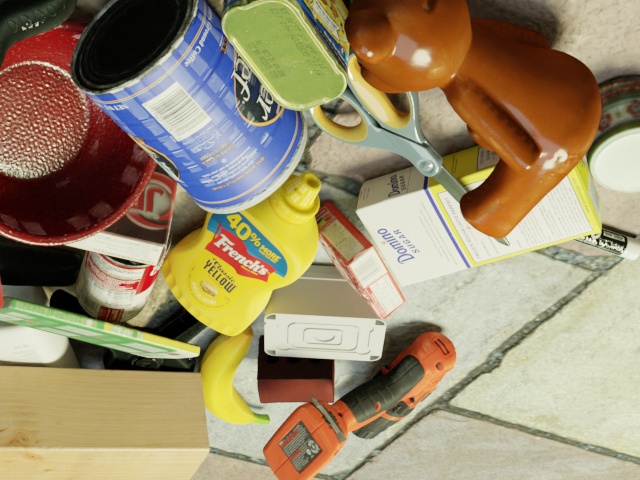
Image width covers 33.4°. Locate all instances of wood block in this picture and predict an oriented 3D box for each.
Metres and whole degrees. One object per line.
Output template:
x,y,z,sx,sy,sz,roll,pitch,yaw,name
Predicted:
-0.225,0.186,1.062,0.205,0.091,0.090,5,144,-24,wood block

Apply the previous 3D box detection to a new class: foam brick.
-0.025,0.132,1.088,0.078,0.053,0.051,-2,144,4,foam brick

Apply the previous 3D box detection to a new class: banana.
-0.097,0.147,1.131,0.069,0.037,0.198,-15,145,-7,banana

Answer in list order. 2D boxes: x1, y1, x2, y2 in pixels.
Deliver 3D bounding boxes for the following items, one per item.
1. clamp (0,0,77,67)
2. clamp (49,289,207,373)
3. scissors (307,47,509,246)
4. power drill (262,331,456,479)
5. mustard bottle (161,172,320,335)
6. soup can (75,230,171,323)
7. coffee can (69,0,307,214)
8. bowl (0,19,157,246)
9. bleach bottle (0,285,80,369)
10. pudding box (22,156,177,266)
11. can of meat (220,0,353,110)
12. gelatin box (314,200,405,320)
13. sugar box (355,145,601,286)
-0.216,-0.145,0.652,0.120,0.171,0.039,29,144,5,clamp
-0.166,0.107,1.077,0.164,0.036,0.210,-2,146,4,clamp
0.062,-0.061,0.809,0.096,0.016,0.201,-11,126,33,scissors
0.033,0.174,1.057,0.187,0.057,0.185,-26,159,-42,power drill
-0.056,0.001,0.897,0.096,0.058,0.192,45,134,-1,mustard bottle
-0.175,0.020,0.935,0.068,0.068,0.102,13,143,-14,soup can
-0.088,-0.099,0.737,0.103,0.103,0.140,-17,139,25,coffee can
-0.197,-0.080,0.767,0.055,0.162,0.162,25,168,49,bowl
-0.303,0.129,1.098,0.102,0.068,0.251,0,146,3,bleach bottle
-0.171,-0.036,0.839,0.113,0.090,0.039,12,144,-11,pudding box
-0.020,-0.146,0.684,0.058,0.084,0.102,-16,140,24,can of meat
0.030,0.018,0.910,0.030,0.073,0.089,-38,137,-5,gelatin box
0.127,-0.028,0.857,0.176,0.048,0.093,-14,126,26,sugar box
